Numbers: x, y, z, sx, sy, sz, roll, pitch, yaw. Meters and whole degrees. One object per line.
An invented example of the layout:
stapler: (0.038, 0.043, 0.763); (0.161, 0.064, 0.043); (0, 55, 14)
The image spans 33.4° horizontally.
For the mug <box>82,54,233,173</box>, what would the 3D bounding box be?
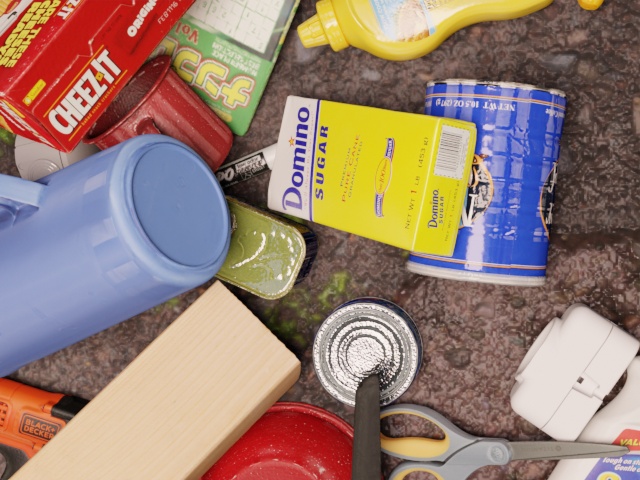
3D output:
mug: (-0.119, -0.078, 0.812); (0.093, 0.117, 0.081); (-44, 115, 2)

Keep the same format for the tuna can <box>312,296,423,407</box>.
tuna can: (0.037, 0.088, 0.840); (0.086, 0.033, 0.086); (0, 93, 10)

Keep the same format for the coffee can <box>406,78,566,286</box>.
coffee can: (0.122, -0.042, 0.785); (0.103, 0.102, 0.140); (6, 93, 9)

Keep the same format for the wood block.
wood block: (-0.118, 0.140, 0.804); (0.091, 0.090, 0.206); (43, 77, 9)

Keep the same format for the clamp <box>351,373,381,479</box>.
clamp: (0.039, 0.212, 0.792); (0.164, 0.036, 0.210); (43, 99, -3)

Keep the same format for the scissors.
scissors: (0.127, 0.177, 0.811); (0.202, 0.016, 0.096); (10, 105, 27)

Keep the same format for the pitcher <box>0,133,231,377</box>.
pitcher: (-0.190, 0.007, 0.765); (0.243, 0.149, 0.145); (-21, 90, 36)

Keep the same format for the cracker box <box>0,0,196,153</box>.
cracker box: (-0.196, -0.160, 0.768); (0.214, 0.072, 0.164); (22, 72, 48)

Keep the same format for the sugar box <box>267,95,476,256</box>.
sugar box: (0.031, -0.051, 0.777); (0.177, 0.048, 0.093); (16, 96, 49)

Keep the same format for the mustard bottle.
mustard bottle: (0.073, -0.190, 0.809); (0.192, 0.058, 0.096); (-21, 88, 10)

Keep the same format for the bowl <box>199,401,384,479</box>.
bowl: (-0.030, 0.212, 0.847); (0.162, 0.055, 0.162); (0, 93, 9)

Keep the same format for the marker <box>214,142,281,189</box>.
marker: (-0.084, -0.049, 0.862); (0.121, 0.020, 0.020); (-21, 89, 10)

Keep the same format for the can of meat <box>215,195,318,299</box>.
can of meat: (-0.056, 0.001, 0.826); (0.102, 0.084, 0.057); (23, 96, 8)

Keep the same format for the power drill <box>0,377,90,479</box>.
power drill: (-0.214, 0.221, 0.879); (0.184, 0.057, 0.188); (17, 93, 9)
